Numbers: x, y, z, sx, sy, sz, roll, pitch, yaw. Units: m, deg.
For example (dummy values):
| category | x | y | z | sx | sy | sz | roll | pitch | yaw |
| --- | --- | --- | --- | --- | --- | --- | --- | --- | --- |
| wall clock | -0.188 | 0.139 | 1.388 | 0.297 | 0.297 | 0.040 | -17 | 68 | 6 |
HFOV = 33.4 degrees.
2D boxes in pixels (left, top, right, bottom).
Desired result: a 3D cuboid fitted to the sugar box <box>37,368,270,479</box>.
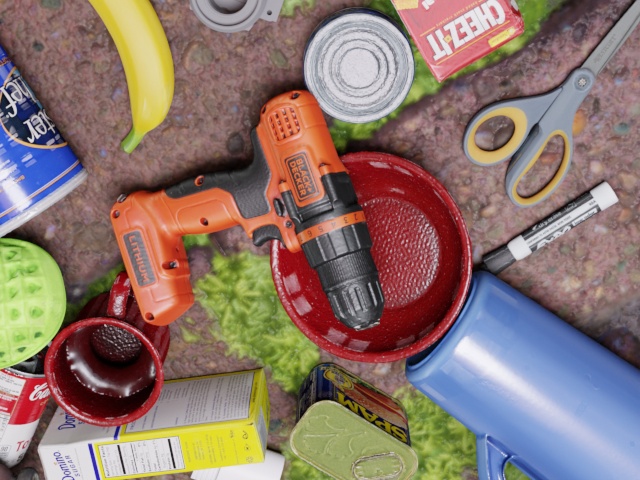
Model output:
| category | x | y | z | sx | sy | sz | roll | pitch | yaw |
| --- | --- | --- | --- | --- | --- | --- | --- | --- | --- |
| sugar box | -0.132 | 0.154 | 0.878 | 0.176 | 0.093 | 0.048 | -10 | 109 | 5 |

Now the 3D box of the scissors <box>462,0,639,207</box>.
| category | x | y | z | sx | sy | sz | roll | pitch | yaw |
| --- | --- | --- | --- | --- | --- | --- | --- | --- | --- |
| scissors | 0.180 | -0.123 | 0.822 | 0.096 | 0.016 | 0.202 | 20 | 107 | -5 |

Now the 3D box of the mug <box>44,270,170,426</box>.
| category | x | y | z | sx | sy | sz | roll | pitch | yaw |
| --- | --- | --- | --- | --- | --- | --- | --- | --- | --- |
| mug | -0.165 | 0.080 | 0.860 | 0.093 | 0.081 | 0.117 | 9 | 108 | -2 |

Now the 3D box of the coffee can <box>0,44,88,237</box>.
| category | x | y | z | sx | sy | sz | roll | pitch | yaw |
| --- | --- | --- | --- | --- | --- | --- | --- | --- | --- |
| coffee can | -0.256 | -0.080 | 0.800 | 0.103 | 0.103 | 0.140 | -29 | 105 | 10 |

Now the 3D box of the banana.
| category | x | y | z | sx | sy | sz | roll | pitch | yaw |
| --- | --- | --- | --- | --- | --- | --- | --- | --- | --- |
| banana | -0.158 | -0.164 | 0.805 | 0.069 | 0.037 | 0.198 | -20 | 106 | 5 |

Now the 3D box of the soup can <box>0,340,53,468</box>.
| category | x | y | z | sx | sy | sz | roll | pitch | yaw |
| --- | --- | --- | --- | --- | --- | --- | --- | --- | --- |
| soup can | -0.262 | 0.131 | 0.884 | 0.068 | 0.068 | 0.102 | 24 | 110 | -7 |

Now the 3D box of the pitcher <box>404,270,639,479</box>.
| category | x | y | z | sx | sy | sz | roll | pitch | yaw |
| --- | --- | --- | --- | --- | --- | --- | --- | --- | --- |
| pitcher | 0.185 | 0.141 | 0.845 | 0.242 | 0.149 | 0.145 | 35 | 117 | -6 |

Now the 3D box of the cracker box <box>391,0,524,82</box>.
| category | x | y | z | sx | sy | sz | roll | pitch | yaw |
| --- | --- | --- | --- | --- | --- | --- | --- | --- | --- |
| cracker box | 0.052 | -0.226 | 0.714 | 0.072 | 0.164 | 0.213 | -29 | 105 | 12 |

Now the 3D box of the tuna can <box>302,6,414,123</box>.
| category | x | y | z | sx | sy | sz | roll | pitch | yaw |
| --- | --- | --- | --- | --- | --- | --- | --- | --- | --- |
| tuna can | 0.029 | -0.133 | 0.812 | 0.086 | 0.033 | 0.086 | 0 | 108 | 1 |

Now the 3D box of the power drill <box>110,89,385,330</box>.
| category | x | y | z | sx | sy | sz | roll | pitch | yaw |
| --- | --- | --- | --- | --- | --- | --- | --- | --- | --- |
| power drill | -0.055 | 0.001 | 0.809 | 0.188 | 0.057 | 0.184 | -21 | 83 | 18 |

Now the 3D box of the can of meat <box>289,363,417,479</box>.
| category | x | y | z | sx | sy | sz | roll | pitch | yaw |
| --- | --- | --- | --- | --- | --- | --- | --- | --- | --- |
| can of meat | 0.027 | 0.155 | 0.879 | 0.102 | 0.084 | 0.057 | 32 | 105 | -9 |

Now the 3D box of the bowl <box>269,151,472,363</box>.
| category | x | y | z | sx | sy | sz | roll | pitch | yaw |
| --- | --- | --- | --- | --- | --- | --- | --- | --- | --- |
| bowl | 0.044 | 0.012 | 0.832 | 0.162 | 0.055 | 0.162 | 2 | 95 | 21 |

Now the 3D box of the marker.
| category | x | y | z | sx | sy | sz | roll | pitch | yaw |
| --- | --- | --- | --- | --- | --- | --- | --- | --- | --- |
| marker | 0.182 | -0.007 | 0.857 | 0.121 | 0.020 | 0.020 | -33 | 104 | 11 |
